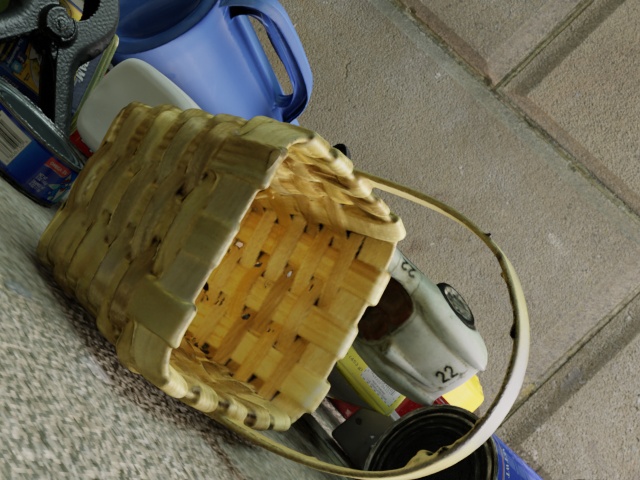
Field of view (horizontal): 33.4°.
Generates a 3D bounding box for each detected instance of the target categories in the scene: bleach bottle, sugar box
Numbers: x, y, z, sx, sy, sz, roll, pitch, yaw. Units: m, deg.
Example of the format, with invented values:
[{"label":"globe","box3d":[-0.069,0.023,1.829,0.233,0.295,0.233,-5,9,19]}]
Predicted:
[{"label":"bleach bottle","box3d":[-0.060,-0.034,0.774,0.103,0.068,0.250,42,4,35]},{"label":"sugar box","box3d":[0.002,0.082,0.840,0.093,0.048,0.176,50,-13,-13]}]

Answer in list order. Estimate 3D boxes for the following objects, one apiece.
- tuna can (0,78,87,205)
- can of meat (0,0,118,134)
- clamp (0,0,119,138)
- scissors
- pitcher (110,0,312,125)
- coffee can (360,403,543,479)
[{"label":"tuna can","box3d":[-0.186,-0.062,0.665,0.086,0.034,0.086,46,2,-2]},{"label":"can of meat","box3d":[-0.209,-0.137,0.788,0.058,0.102,0.083,-7,-35,39]},{"label":"clamp","box3d":[-0.197,-0.147,0.733,0.039,0.171,0.120,-6,-34,40]},{"label":"scissors","box3d":[-0.065,0.017,0.708,0.202,0.016,0.096,44,-3,2]},{"label":"pitcher","box3d":[-0.090,-0.138,0.990,0.149,0.145,0.242,47,-8,44]},{"label":"coffee can","box3d":[0.106,0.189,0.736,0.140,0.103,0.103,44,3,-40]}]
